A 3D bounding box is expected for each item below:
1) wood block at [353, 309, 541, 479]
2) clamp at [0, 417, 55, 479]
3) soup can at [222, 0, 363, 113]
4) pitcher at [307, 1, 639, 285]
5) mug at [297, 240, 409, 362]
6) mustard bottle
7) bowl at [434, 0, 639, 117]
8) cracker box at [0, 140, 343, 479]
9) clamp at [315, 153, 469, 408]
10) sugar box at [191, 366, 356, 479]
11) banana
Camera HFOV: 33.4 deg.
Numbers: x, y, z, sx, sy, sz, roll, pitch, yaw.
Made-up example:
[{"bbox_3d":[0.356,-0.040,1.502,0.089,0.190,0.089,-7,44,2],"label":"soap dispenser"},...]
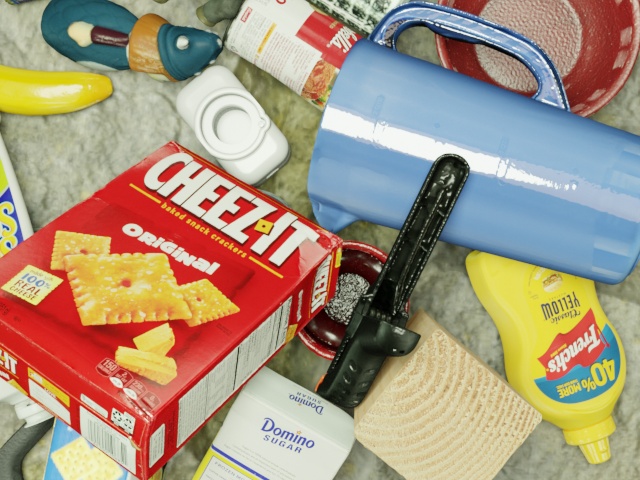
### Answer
[{"bbox_3d":[0.084,0.118,0.781,0.091,0.206,0.090,39,91,1],"label":"wood block"},{"bbox_3d":[-0.287,0.178,0.878,0.120,0.039,0.171,21,91,3],"label":"clamp"},{"bbox_3d":[-0.019,-0.156,0.854,0.102,0.068,0.068,33,91,2],"label":"soup can"},{"bbox_3d":[0.122,-0.063,0.782,0.243,0.144,0.149,18,134,9],"label":"pitcher"},{"bbox_3d":[0.010,0.049,0.846,0.117,0.081,0.093,-14,90,2],"label":"mug"},{"bbox_3d":[0.190,0.085,0.850,0.096,0.058,0.191,-20,90,-18],"label":"mustard bottle"},{"bbox_3d":[0.170,-0.166,0.853,0.162,0.055,0.162,0,90,2],"label":"bowl"},{"bbox_3d":[-0.110,0.035,0.730,0.164,0.072,0.213,31,47,19],"label":"cracker box"},{"bbox_3d":[0.038,0.060,0.718,0.036,0.164,0.210,25,132,-1],"label":"clamp"},{"bbox_3d":[-0.048,0.186,0.829,0.093,0.048,0.176,30,119,1],"label":"sugar box"},{"bbox_3d":[-0.271,-0.143,0.878,0.198,0.037,0.069,26,91,2],"label":"banana"}]
